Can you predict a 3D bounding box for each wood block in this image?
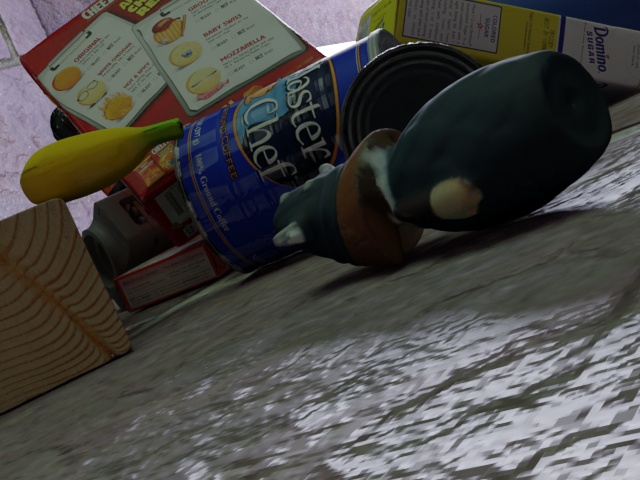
[{"bbox_3d":[-0.176,0.035,0.642,0.090,0.091,0.206,-25,5,-12],"label":"wood block"}]

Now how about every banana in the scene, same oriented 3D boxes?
[{"bbox_3d":[-0.157,-0.043,0.686,0.069,0.037,0.198,-8,0,-33],"label":"banana"}]

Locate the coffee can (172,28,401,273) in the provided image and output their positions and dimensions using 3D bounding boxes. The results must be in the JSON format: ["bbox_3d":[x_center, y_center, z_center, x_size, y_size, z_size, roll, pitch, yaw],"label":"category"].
[{"bbox_3d":[-0.003,-0.052,0.650,0.140,0.103,0.102,-23,5,20],"label":"coffee can"}]

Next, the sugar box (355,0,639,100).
[{"bbox_3d":[0.118,-0.127,0.720,0.176,0.048,0.093,10,-4,-13],"label":"sugar box"}]

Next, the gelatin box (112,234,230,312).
[{"bbox_3d":[-0.095,0.017,0.781,0.089,0.030,0.073,-22,7,28],"label":"gelatin box"}]

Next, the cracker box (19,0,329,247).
[{"bbox_3d":[-0.104,-0.116,0.802,0.164,0.072,0.214,-39,51,-8],"label":"cracker box"}]

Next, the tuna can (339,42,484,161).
[{"bbox_3d":[0.053,-0.059,0.560,0.086,0.086,0.034,-24,4,3],"label":"tuna can"}]
